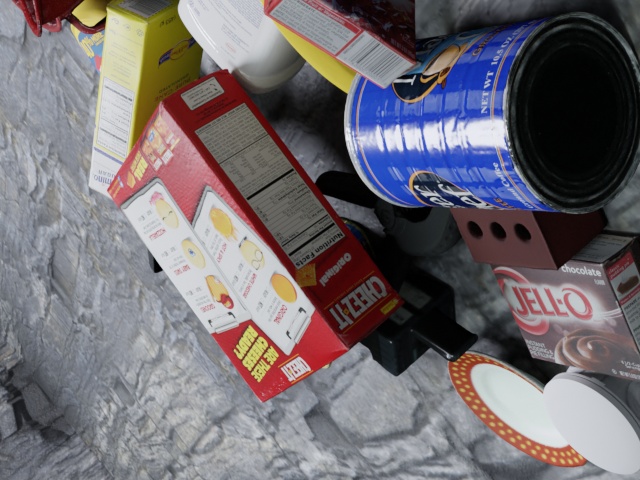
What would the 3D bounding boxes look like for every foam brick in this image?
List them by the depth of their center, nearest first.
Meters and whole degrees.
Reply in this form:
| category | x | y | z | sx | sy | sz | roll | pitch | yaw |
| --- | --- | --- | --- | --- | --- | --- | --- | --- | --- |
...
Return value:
| category | x | y | z | sx | sy | sz | roll | pitch | yaw |
| --- | --- | --- | --- | --- | --- | --- | --- | --- | --- |
| foam brick | 0.127 | -0.019 | 0.666 | 0.078 | 0.051 | 0.053 | 4 | 127 | 58 |

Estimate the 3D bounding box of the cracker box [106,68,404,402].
| category | x | y | z | sx | sy | sz | roll | pitch | yaw |
| --- | --- | --- | --- | --- | --- | --- | --- | --- | --- |
| cracker box | -0.055 | 0.001 | 0.798 | 0.214 | 0.072 | 0.164 | 53 | 148 | 2 |

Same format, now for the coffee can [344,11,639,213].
| category | x | y | z | sx | sy | sz | roll | pitch | yaw |
| --- | --- | --- | --- | --- | --- | --- | --- | --- | --- |
| coffee can | 0.094 | -0.068 | 0.598 | 0.141 | 0.102 | 0.103 | 6 | 129 | 57 |

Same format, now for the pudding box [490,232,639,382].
| category | x | y | z | sx | sy | sz | roll | pitch | yaw |
| --- | --- | --- | --- | --- | --- | --- | --- | --- | --- |
| pudding box | 0.167 | 0.039 | 0.687 | 0.114 | 0.039 | 0.090 | 5 | 128 | 58 |

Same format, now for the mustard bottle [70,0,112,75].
| category | x | y | z | sx | sy | sz | roll | pitch | yaw |
| --- | --- | --- | --- | --- | --- | --- | --- | --- | --- |
| mustard bottle | -0.174 | -0.167 | 0.972 | 0.191 | 0.058 | 0.096 | 58 | 153 | -11 |

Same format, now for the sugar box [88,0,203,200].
| category | x | y | z | sx | sy | sz | roll | pitch | yaw |
| --- | --- | --- | --- | --- | --- | --- | --- | --- | --- |
| sugar box | -0.139 | -0.123 | 0.871 | 0.048 | 0.093 | 0.176 | 27 | 131 | 17 |

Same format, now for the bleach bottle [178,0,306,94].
| category | x | y | z | sx | sy | sz | roll | pitch | yaw |
| --- | --- | --- | --- | --- | --- | --- | --- | --- | --- |
| bleach bottle | -0.022 | -0.197 | 0.675 | 0.102 | 0.068 | 0.251 | 46 | 152 | 4 |

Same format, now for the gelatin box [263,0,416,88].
| category | x | y | z | sx | sy | sz | roll | pitch | yaw |
| --- | --- | --- | --- | --- | --- | --- | --- | --- | --- |
| gelatin box | 0.012 | -0.135 | 0.581 | 0.089 | 0.073 | 0.030 | 27 | 137 | -29 |

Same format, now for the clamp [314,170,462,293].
| category | x | y | z | sx | sy | sz | roll | pitch | yaw |
| --- | --- | --- | --- | --- | --- | --- | --- | --- | --- |
| clamp | 0.060 | -0.009 | 0.772 | 0.172 | 0.039 | 0.120 | -19 | 92 | 58 |
